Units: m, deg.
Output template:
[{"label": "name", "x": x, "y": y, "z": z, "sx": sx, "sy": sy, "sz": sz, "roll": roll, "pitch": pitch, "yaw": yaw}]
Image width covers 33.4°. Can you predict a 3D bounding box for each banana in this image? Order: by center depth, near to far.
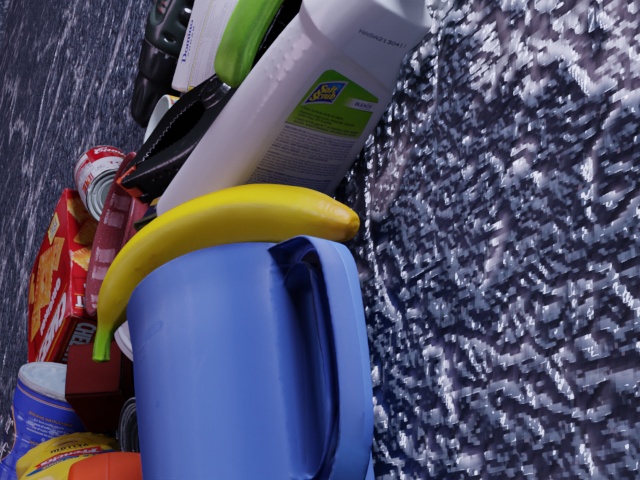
[{"label": "banana", "x": -0.067, "y": 0.006, "z": 0.645, "sx": 0.198, "sy": 0.037, "sz": 0.069, "roll": -28, "pitch": 78, "yaw": 24}]

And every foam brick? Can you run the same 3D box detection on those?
[{"label": "foam brick", "x": -0.192, "y": 0.131, "z": 0.956, "sx": 0.078, "sy": 0.053, "sz": 0.051, "roll": 82, "pitch": -176, "yaw": -57}]

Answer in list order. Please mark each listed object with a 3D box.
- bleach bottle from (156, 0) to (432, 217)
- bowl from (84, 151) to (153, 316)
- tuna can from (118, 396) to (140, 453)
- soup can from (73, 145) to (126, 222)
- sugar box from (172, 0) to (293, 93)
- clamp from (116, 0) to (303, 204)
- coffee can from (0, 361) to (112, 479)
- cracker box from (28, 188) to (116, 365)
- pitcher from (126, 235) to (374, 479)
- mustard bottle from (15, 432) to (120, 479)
[{"label": "bleach bottle", "x": -0.004, "y": -0.080, "z": 0.662, "sx": 0.251, "sy": 0.102, "sz": 0.068, "roll": -50, "pitch": 52, "yaw": 34}, {"label": "bowl", "x": -0.177, "y": -0.001, "z": 1.026, "sx": 0.162, "sy": 0.055, "sz": 0.162, "roll": 15, "pitch": 90, "yaw": 69}, {"label": "tuna can", "x": -0.121, "y": 0.157, "z": 0.810, "sx": 0.086, "sy": 0.033, "sz": 0.086, "roll": 13, "pitch": 106, "yaw": 53}, {"label": "soup can", "x": -0.229, "y": -0.059, "z": 1.164, "sx": 0.102, "sy": 0.068, "sz": 0.068, "roll": 43, "pitch": 117, "yaw": 63}, {"label": "sugar box", "x": -0.079, "y": -0.165, "z": 0.921, "sx": 0.176, "sy": 0.048, "sz": 0.093, "roll": -149, "pitch": 74, "yaw": -69}, {"label": "clamp", "x": -0.066, "y": -0.109, "z": 0.786, "sx": 0.210, "sy": 0.036, "sz": 0.164, "roll": -38, "pitch": 31, "yaw": 14}, {"label": "coffee can", "x": -0.260, "y": 0.202, "z": 1.044, "sx": 0.103, "sy": 0.102, "sz": 0.140, "roll": 29, "pitch": 104, "yaw": 66}, {"label": "cracker box", "x": -0.277, "y": 0.072, "z": 1.192, "sx": 0.164, "sy": 0.072, "sz": 0.214, "roll": -61, "pitch": 28, "yaw": 32}, {"label": "pitcher", "x": -0.026, "y": 0.125, "z": 0.545, "sx": 0.149, "sy": 0.145, "sz": 0.243, "roll": 65, "pitch": -167, "yaw": -53}, {"label": "mustard bottle", "x": -0.206, "y": 0.204, "z": 0.900, "sx": 0.192, "sy": 0.096, "sz": 0.058, "roll": 173, "pitch": 88, "yaw": -74}]
